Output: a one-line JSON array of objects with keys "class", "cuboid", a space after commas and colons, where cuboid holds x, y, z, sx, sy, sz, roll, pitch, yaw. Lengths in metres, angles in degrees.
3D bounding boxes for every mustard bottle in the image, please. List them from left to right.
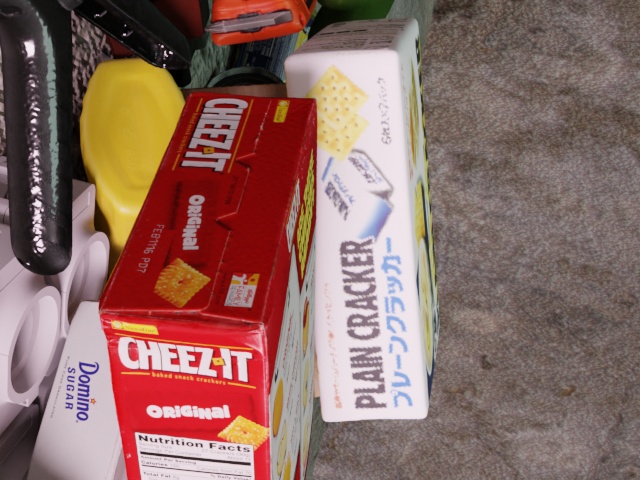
[{"class": "mustard bottle", "cuboid": [-0.110, -0.018, 0.627, 0.192, 0.058, 0.096, 114, -34, -64]}]

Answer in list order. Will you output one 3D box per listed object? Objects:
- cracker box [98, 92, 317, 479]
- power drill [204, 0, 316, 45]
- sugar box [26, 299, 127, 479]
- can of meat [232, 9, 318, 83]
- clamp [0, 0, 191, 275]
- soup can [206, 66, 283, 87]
[{"class": "cracker box", "cuboid": [-0.044, 0.062, 0.507, 0.164, 0.072, 0.214, -80, 172, -52]}, {"class": "power drill", "cuboid": [-0.047, -0.219, 0.619, 0.184, 0.057, 0.187, -72, 152, -63]}, {"class": "sugar box", "cuboid": [-0.102, 0.102, 0.573, 0.176, 0.048, 0.093, 77, 23, -67]}, {"class": "can of meat", "cuboid": [-0.040, -0.167, 0.940, 0.102, 0.057, 0.084, -17, 123, -81]}, {"class": "clamp", "cuboid": [-0.115, -0.100, 0.435, 0.210, 0.036, 0.164, 72, 27, -48]}, {"class": "soup can", "cuboid": [-0.061, -0.084, 0.890, 0.102, 0.068, 0.068, 94, 13, -51]}]
